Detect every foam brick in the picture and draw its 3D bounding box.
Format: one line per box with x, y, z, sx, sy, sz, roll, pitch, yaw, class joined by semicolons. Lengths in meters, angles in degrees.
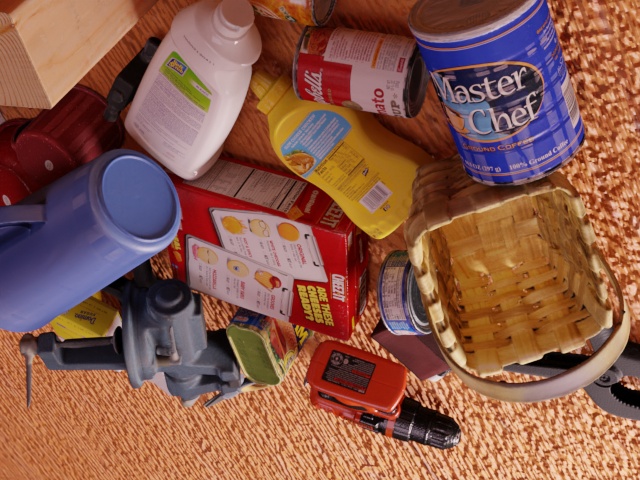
0.104;0.100;1.127;0.078;0.053;0.051;41;140;-12;foam brick

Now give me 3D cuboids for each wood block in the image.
-0.216;-0.208;0.896;0.091;0.205;0.090;8;135;28;wood block

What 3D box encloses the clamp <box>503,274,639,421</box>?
0.279;0.114;1.037;0.210;0.036;0.165;27;135;1;clamp

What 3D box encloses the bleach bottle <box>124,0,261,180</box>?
-0.104;-0.141;0.961;0.102;0.068;0.251;38;153;-7;bleach bottle

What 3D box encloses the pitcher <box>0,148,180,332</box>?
-0.262;-0.003;1.080;0.243;0.149;0.145;-26;105;40;pitcher

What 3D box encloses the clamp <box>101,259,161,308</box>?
-0.215;0.056;1.294;0.120;0.039;0.171;-22;131;37;clamp

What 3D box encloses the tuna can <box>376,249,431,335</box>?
0.091;0.051;1.058;0.034;0.086;0.086;-2;130;33;tuna can

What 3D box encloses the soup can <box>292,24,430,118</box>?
0.036;-0.144;0.902;0.102;0.068;0.068;13;137;18;soup can

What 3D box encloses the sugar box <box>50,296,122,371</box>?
-0.298;0.114;1.373;0.093;0.048;0.176;26;157;8;sugar box

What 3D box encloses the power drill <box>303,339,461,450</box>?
0.065;0.177;1.183;0.184;0.057;0.187;16;161;15;power drill

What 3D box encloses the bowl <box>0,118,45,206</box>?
-0.341;-0.056;1.229;0.162;0.055;0.162;17;125;26;bowl

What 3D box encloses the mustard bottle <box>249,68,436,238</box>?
0.012;-0.091;0.983;0.191;0.058;0.096;39;131;-8;mustard bottle

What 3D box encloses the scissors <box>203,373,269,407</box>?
-0.130;0.193;1.374;0.096;0.016;0.202;11;156;-39;scissors

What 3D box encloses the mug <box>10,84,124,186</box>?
-0.280;-0.108;1.141;0.117;0.081;0.093;12;137;23;mug

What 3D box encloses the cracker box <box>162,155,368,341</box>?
-0.057;0.001;1.117;0.214;0.072;0.164;16;139;18;cracker box

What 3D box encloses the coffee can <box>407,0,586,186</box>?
0.138;-0.128;0.827;0.103;0.102;0.140;-1;131;34;coffee can

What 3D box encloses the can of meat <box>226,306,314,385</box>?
-0.058;0.102;1.212;0.058;0.083;0.102;6;134;29;can of meat
